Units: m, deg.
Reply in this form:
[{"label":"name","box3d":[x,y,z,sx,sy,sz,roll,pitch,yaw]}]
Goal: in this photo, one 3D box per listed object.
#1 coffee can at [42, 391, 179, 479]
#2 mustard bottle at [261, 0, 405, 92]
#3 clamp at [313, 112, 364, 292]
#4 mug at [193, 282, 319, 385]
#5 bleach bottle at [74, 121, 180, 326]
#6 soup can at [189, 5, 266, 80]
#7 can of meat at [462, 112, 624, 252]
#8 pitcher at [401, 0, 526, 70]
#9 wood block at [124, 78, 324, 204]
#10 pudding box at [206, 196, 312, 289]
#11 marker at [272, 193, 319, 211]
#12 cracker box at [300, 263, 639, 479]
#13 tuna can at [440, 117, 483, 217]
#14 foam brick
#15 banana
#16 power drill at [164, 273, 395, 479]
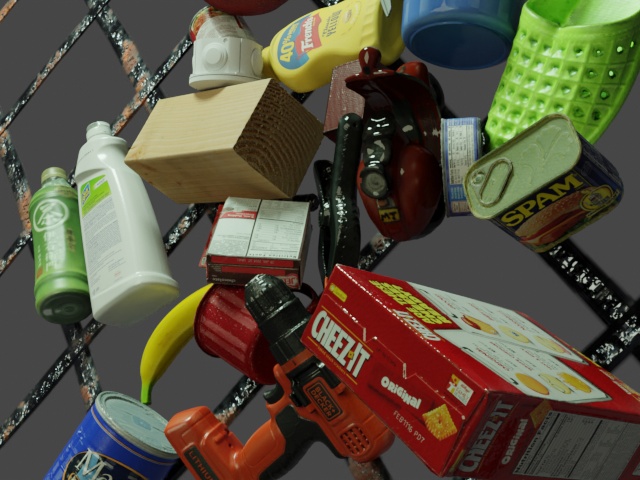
[{"label":"coffee can","box3d":[-0.215,0.237,1.065,0.140,0.102,0.103,-56,42,5]},{"label":"mustard bottle","box3d":[0.003,-0.206,1.132,0.192,0.058,0.096,-13,53,40]},{"label":"clamp","box3d":[0.019,-0.032,1.006,0.120,0.039,0.171,106,161,-60]},{"label":"mug","box3d":[-0.051,0.079,1.017,0.117,0.093,0.082,-34,40,-27]},{"label":"bleach bottle","box3d":[-0.232,-0.032,1.228,0.103,0.068,0.251,-32,58,29]},{"label":"soup can","box3d":[-0.106,-0.220,1.239,0.069,0.068,0.102,-44,45,17]},{"label":"can of meat","box3d":[0.180,-0.043,0.854,0.102,0.083,0.057,-34,48,26]},{"label":"pitcher","box3d":[0.153,-0.287,0.995,0.149,0.144,0.243,-15,62,53]},{"label":"wood block","box3d":[-0.104,-0.100,1.132,0.207,0.090,0.090,-1,57,50]},{"label":"pudding box","box3d":[-0.057,0.001,1.028,0.090,0.039,0.113,5,34,4]},{"label":"marker","box3d":[-0.047,-0.041,1.118,0.121,0.020,0.020,4,71,45]},{"label":"cracker box","box3d":[0.116,0.099,0.741,0.164,0.213,0.072,39,108,47]},{"label":"tuna can","box3d":[0.123,-0.063,0.918,0.034,0.086,0.086,-3,62,10]},{"label":"foam brick","box3d":[0.041,-0.134,1.061,0.051,0.052,0.078,-10,61,40]},{"label":"banana","box3d":[-0.128,0.089,1.116,0.198,0.037,0.070,-44,62,19]},{"label":"power drill","box3d":[-0.050,0.143,0.935,0.188,0.057,0.184,-38,85,30]}]
